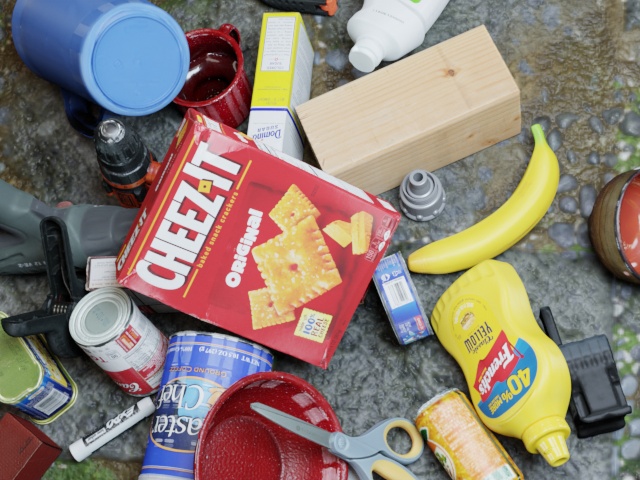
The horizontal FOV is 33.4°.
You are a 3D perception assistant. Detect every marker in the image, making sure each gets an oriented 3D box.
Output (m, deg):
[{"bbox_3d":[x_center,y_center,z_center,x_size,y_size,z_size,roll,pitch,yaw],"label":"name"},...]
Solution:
[{"bbox_3d":[-0.192,0.178,1.056,0.121,0.020,0.020,-33,67,-4],"label":"marker"}]

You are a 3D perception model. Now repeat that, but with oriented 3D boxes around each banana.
[{"bbox_3d":[0.174,-0.024,1.057,0.070,0.037,0.197,41,81,23],"label":"banana"}]

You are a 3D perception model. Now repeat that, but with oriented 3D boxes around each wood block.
[{"bbox_3d":[0.090,-0.122,1.083,0.206,0.090,0.091,-23,66,1],"label":"wood block"}]

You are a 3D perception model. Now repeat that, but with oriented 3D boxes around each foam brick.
[{"bbox_3d":[-0.303,0.217,1.045,0.053,0.051,0.078,35,79,20],"label":"foam brick"}]

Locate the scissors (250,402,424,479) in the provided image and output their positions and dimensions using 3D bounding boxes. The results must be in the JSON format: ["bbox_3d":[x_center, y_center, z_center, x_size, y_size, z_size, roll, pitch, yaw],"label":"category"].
[{"bbox_3d":[0.027,0.170,0.954,0.016,0.201,0.096,-25,29,46],"label":"scissors"}]

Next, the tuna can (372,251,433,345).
[{"bbox_3d":[0.076,0.056,1.018,0.034,0.086,0.086,-22,67,3],"label":"tuna can"}]

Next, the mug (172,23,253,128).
[{"bbox_3d":[-0.115,-0.177,1.146,0.093,0.081,0.117,15,73,16],"label":"mug"}]

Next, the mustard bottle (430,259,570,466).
[{"bbox_3d":[0.171,0.117,0.958,0.096,0.058,0.192,-49,47,30],"label":"mustard bottle"}]

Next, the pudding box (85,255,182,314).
[{"bbox_3d":[-0.165,0.044,1.065,0.113,0.090,0.039,-4,69,9],"label":"pudding box"}]

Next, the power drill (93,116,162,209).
[{"bbox_3d":[-0.127,-0.054,1.057,0.188,0.184,0.057,17,73,6],"label":"power drill"}]

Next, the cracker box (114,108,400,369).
[{"bbox_3d":[-0.056,0.001,0.974,0.213,0.072,0.164,24,99,-17],"label":"cracker box"}]

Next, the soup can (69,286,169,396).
[{"bbox_3d":[-0.189,0.098,1.034,0.068,0.102,0.068,-12,52,15],"label":"soup can"}]

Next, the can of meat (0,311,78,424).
[{"bbox_3d":[-0.298,0.126,1.062,0.057,0.084,0.102,-38,67,-6],"label":"can of meat"}]

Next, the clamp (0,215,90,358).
[{"bbox_3d":[-0.253,0.071,1.023,0.039,0.171,0.120,11,55,20],"label":"clamp"}]

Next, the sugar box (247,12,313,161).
[{"bbox_3d":[-0.042,-0.138,1.112,0.048,0.093,0.176,4,69,13],"label":"sugar box"}]

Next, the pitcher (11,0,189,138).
[{"bbox_3d":[-0.224,-0.192,1.095,0.145,0.149,0.243,-45,33,-7],"label":"pitcher"}]

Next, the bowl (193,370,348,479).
[{"bbox_3d":[-0.054,0.196,0.929,0.055,0.161,0.162,-16,58,51],"label":"bowl"}]

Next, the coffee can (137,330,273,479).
[{"bbox_3d":[-0.106,0.167,0.999,0.103,0.103,0.140,5,70,12],"label":"coffee can"}]

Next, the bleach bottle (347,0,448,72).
[{"bbox_3d":[0.090,-0.275,1.124,0.103,0.068,0.250,22,60,17],"label":"bleach bottle"}]
